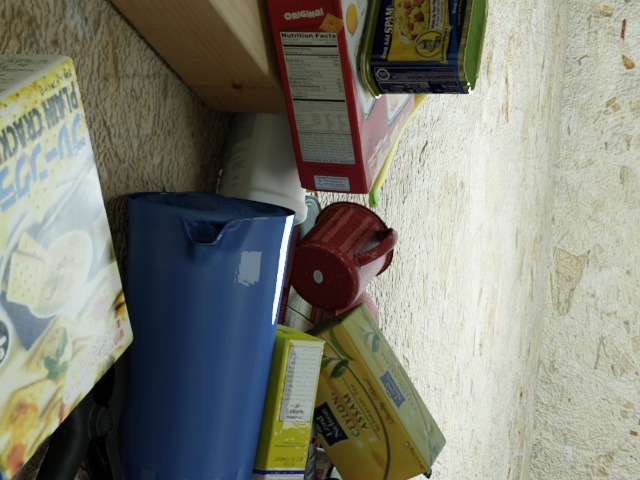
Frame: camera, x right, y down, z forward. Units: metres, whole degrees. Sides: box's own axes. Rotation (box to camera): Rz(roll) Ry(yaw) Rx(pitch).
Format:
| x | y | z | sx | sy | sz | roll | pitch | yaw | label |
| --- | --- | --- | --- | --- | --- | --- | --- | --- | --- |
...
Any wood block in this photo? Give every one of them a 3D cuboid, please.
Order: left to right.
| x | y | z | sx | sy | sz | roll | pitch | yaw | label |
| --- | --- | --- | --- | --- | --- | --- | --- | --- | --- |
| -0.083 | -0.187 | 0.862 | 0.206 | 0.091 | 0.090 | 48 | 51 | -64 | wood block |

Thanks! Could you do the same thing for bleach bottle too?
| x | y | z | sx | sy | sz | roll | pitch | yaw | label |
| --- | --- | --- | --- | --- | --- | --- | --- | --- | --- |
| -0.038 | -0.139 | 0.989 | 0.068 | 0.103 | 0.251 | 15 | 77 | -26 | bleach bottle |

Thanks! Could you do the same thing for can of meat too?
| x | y | z | sx | sy | sz | roll | pitch | yaw | label |
| --- | --- | --- | --- | --- | --- | --- | --- | --- | --- |
| 0.085 | -0.166 | 0.857 | 0.057 | 0.084 | 0.102 | 46 | 51 | -62 | can of meat |

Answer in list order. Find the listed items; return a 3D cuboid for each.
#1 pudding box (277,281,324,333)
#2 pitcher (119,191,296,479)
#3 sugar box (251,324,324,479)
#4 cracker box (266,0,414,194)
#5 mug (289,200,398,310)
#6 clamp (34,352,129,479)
| x | y | z | sx | sy | sz | roll | pitch | yaw | label |
| --- | --- | --- | --- | --- | --- | --- | --- | --- | --- |
| -0.034 | 0.087 | 1.143 | 0.113 | 0.039 | 0.090 | 44 | 56 | -62 | pudding box |
| -0.098 | 0.081 | 0.867 | 0.148 | 0.145 | 0.243 | -3 | 103 | -49 | pitcher |
| -0.048 | 0.162 | 0.923 | 0.048 | 0.093 | 0.176 | 10 | 91 | -30 | sugar box |
| 0.020 | -0.171 | 0.907 | 0.164 | 0.072 | 0.214 | -60 | 148 | -49 | cracker box |
| 0.027 | 0.016 | 1.082 | 0.093 | 0.117 | 0.081 | 62 | 38 | -16 | mug |
| -0.177 | 0.138 | 0.780 | 0.120 | 0.039 | 0.171 | -5 | 94 | -73 | clamp |
